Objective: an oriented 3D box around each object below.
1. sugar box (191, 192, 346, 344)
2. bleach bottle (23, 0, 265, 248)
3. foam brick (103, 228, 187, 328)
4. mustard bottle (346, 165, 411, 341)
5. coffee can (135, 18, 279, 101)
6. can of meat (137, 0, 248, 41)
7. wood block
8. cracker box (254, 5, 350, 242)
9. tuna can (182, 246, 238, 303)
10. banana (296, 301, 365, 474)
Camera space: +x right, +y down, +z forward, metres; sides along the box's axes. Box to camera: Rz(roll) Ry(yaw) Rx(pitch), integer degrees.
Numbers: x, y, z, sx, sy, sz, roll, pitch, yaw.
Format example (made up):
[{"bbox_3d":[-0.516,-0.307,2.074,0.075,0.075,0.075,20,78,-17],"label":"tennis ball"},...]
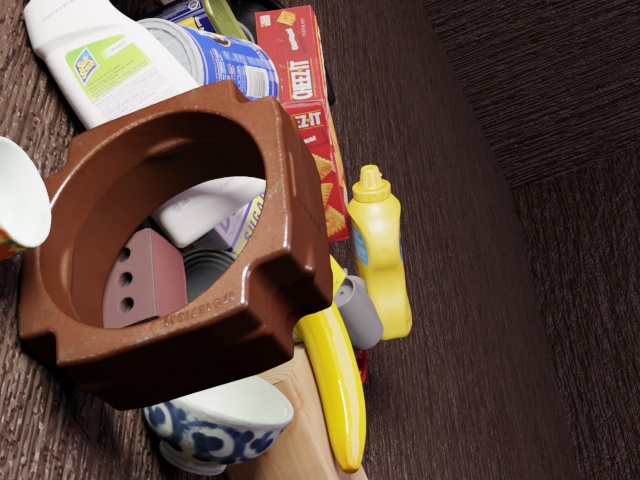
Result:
[{"bbox_3d":[-0.056,0.001,0.960,0.176,0.048,0.093,53,45,-24],"label":"sugar box"},{"bbox_3d":[-0.146,-0.121,0.849,0.251,0.102,0.068,56,-9,-5],"label":"bleach bottle"},{"bbox_3d":[-0.137,0.040,0.817,0.051,0.053,0.078,45,29,-54],"label":"foam brick"},{"bbox_3d":[0.063,0.008,1.184,0.096,0.058,0.191,-106,-173,-66],"label":"mustard bottle"},{"bbox_3d":[-0.115,-0.141,0.970,0.140,0.103,0.103,-6,76,-63],"label":"coffee can"},{"bbox_3d":[-0.125,-0.196,1.073,0.057,0.084,0.102,-88,152,-53],"label":"can of meat"},{"bbox_3d":[-0.018,0.209,0.937,0.206,0.090,0.090,67,17,-10],"label":"wood block"},{"bbox_3d":[-0.018,-0.124,1.180,0.214,0.072,0.164,79,3,-49],"label":"cracker box"},{"bbox_3d":[-0.091,0.050,0.894,0.033,0.086,0.086,20,52,-70],"label":"tuna can"},{"bbox_3d":[0.001,0.098,0.913,0.069,0.037,0.198,-19,87,-57],"label":"banana"}]
